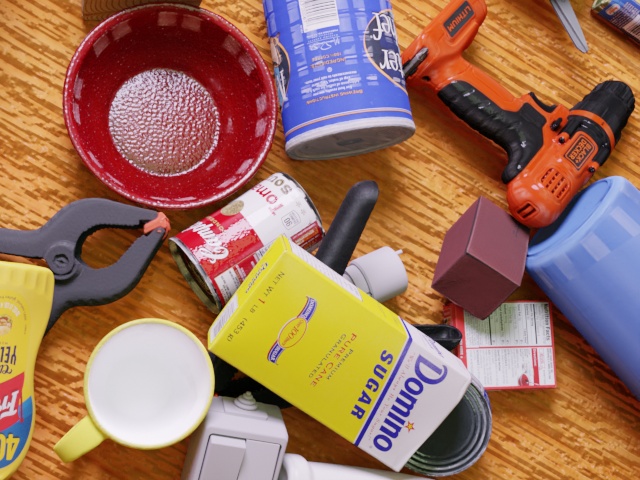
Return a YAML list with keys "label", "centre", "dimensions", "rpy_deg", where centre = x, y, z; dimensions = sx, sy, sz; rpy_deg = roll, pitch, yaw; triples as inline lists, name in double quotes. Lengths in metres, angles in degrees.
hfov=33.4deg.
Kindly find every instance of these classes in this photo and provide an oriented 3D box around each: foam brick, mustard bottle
- label: "foam brick"
  centre: [0.129, 0.014, 0.853]
  dimensions: [0.053, 0.051, 0.078]
  rpy_deg: [33, 40, -8]
- label: "mustard bottle"
  centre: [-0.235, 0.108, 0.711]
  dimensions: [0.096, 0.058, 0.191]
  rpy_deg: [12, 83, -51]

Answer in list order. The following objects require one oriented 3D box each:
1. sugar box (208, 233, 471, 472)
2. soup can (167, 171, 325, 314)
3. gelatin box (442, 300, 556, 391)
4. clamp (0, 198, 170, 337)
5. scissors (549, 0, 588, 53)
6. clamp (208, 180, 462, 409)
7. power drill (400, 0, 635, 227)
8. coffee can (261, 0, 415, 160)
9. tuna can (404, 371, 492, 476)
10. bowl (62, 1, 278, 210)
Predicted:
- label: "sugar box"
  centre: [0.015, 0.084, 0.771]
  dimensions: [0.176, 0.048, 0.093]
  rpy_deg: [35, 101, -14]
- label: "soup can"
  centre: [-0.055, 0.001, 0.815]
  dimensions: [0.102, 0.069, 0.068]
  rpy_deg: [-33, 91, -16]
- label: "gelatin box"
  centre: [0.148, 0.087, 0.876]
  dimensions: [0.089, 0.030, 0.073]
  rpy_deg: [0, 80, -14]
- label: "clamp"
  centre: [-0.189, 0.028, 0.781]
  dimensions: [0.171, 0.039, 0.120]
  rpy_deg: [-14, 93, 0]
- label: "scissors"
  centre: [0.167, -0.251, 0.926]
  dimensions: [0.096, 0.016, 0.202]
  rpy_deg: [-5, 73, -9]
- label: "clamp"
  centre: [0.000, 0.074, 0.815]
  dimensions: [0.210, 0.036, 0.164]
  rpy_deg: [-38, 116, 2]
- label: "power drill"
  centre: [0.166, -0.124, 0.889]
  dimensions: [0.187, 0.057, 0.184]
  rpy_deg: [43, 54, 0]
- label: "coffee can"
  centre: [0.012, -0.143, 0.838]
  dimensions: [0.102, 0.103, 0.140]
  rpy_deg: [-8, 83, -16]
- label: "tuna can"
  centre: [0.091, 0.138, 0.833]
  dimensions: [0.086, 0.033, 0.086]
  rpy_deg: [1, 96, 10]
- label: "bowl"
  centre: [-0.117, -0.098, 0.821]
  dimensions: [0.162, 0.055, 0.162]
  rpy_deg: [2, 81, -15]
